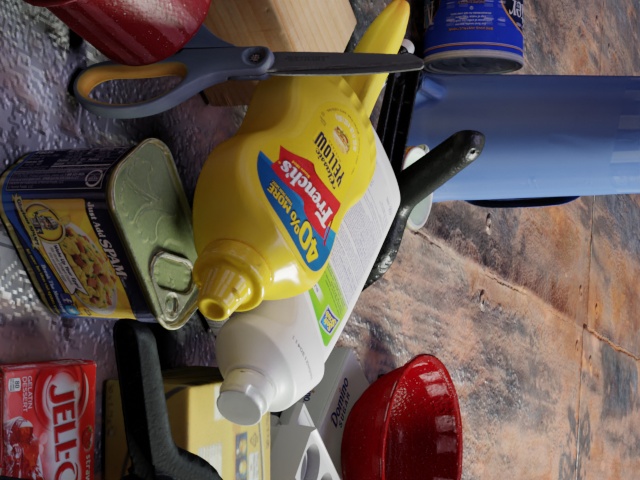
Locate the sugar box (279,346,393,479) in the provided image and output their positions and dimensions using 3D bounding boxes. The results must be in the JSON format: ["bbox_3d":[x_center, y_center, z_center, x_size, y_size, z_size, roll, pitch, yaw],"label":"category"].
[{"bbox_3d":[0.023,0.180,0.900,0.176,0.048,0.093,62,38,-35],"label":"sugar box"}]

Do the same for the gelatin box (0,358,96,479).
[{"bbox_3d":[-0.155,0.110,0.577,0.073,0.030,0.089,6,86,-62],"label":"gelatin box"}]

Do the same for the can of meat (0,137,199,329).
[{"bbox_3d":[-0.119,-0.003,0.587,0.057,0.084,0.102,-55,136,-47],"label":"can of meat"}]

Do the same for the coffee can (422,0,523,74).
[{"bbox_3d":[0.155,-0.245,1.083,0.102,0.103,0.140,5,86,-62],"label":"coffee can"}]

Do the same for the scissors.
[{"bbox_3d":[-0.047,-0.118,0.630,0.016,0.202,0.096,76,3,-58],"label":"scissors"}]

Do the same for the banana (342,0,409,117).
[{"bbox_3d":[0.034,-0.125,0.901,0.037,0.070,0.197,33,50,-14],"label":"banana"}]

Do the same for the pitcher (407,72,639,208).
[{"bbox_3d":[0.215,-0.096,1.047,0.149,0.243,0.145,-16,106,-60],"label":"pitcher"}]

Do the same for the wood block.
[{"bbox_3d":[-0.060,-0.195,0.689,0.206,0.091,0.090,64,38,-40],"label":"wood block"}]

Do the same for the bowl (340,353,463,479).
[{"bbox_3d":[0.061,0.171,0.862,0.161,0.055,0.162,9,80,-61],"label":"bowl"}]

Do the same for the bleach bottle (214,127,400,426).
[{"bbox_3d":[-0.015,0.016,0.702,0.102,0.068,0.250,62,32,-27],"label":"bleach bottle"}]

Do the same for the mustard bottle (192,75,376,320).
[{"bbox_3d":[-0.026,-0.023,0.613,0.096,0.058,0.191,61,35,-27],"label":"mustard bottle"}]

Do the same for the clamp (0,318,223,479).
[{"bbox_3d":[-0.093,0.127,0.578,0.120,0.039,0.171,-53,127,-17],"label":"clamp"}]

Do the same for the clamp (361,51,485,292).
[{"bbox_3d":[0.055,-0.033,0.848,0.036,0.165,0.210,17,108,-23],"label":"clamp"}]

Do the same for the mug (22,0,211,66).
[{"bbox_3d":[-0.108,-0.160,0.592,0.081,0.093,0.117,40,72,-58],"label":"mug"}]
